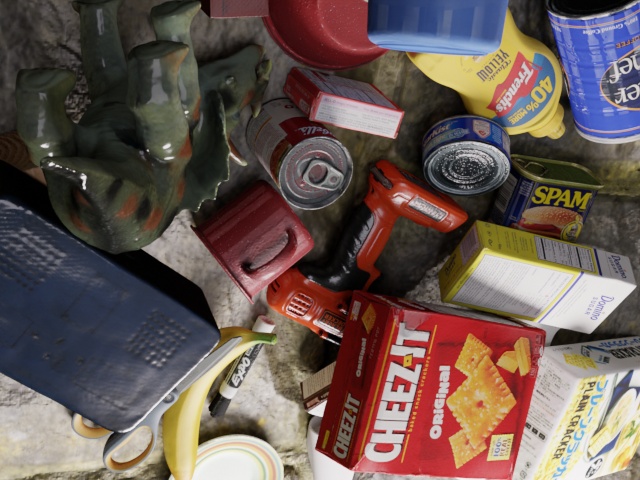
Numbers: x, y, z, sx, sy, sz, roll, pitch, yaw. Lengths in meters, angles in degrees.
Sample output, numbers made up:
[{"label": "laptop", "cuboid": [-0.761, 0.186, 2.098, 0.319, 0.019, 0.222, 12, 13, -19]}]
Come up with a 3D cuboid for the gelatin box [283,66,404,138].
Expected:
[{"label": "gelatin box", "cuboid": [0.020, -0.124, 0.959, 0.089, 0.073, 0.030, 8, 113, -26]}]

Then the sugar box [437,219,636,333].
[{"label": "sugar box", "cuboid": [0.219, 0.039, 1.087, 0.176, 0.048, 0.093, 11, 138, -18]}]

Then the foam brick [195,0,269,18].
[{"label": "foam brick", "cuboid": [-0.073, -0.227, 0.879, 0.053, 0.051, 0.078, -6, 118, -19]}]

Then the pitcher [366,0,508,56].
[{"label": "pitcher", "cuboid": [0.105, -0.272, 0.848, 0.149, 0.145, 0.243, 2, 98, -21]}]

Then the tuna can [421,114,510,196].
[{"label": "tuna can", "cuboid": [0.141, -0.080, 1.032, 0.086, 0.033, 0.086, 3, 144, 2]}]

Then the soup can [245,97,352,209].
[{"label": "soup can", "cuboid": [-0.021, -0.079, 0.949, 0.068, 0.102, 0.068, -10, 120, -18]}]

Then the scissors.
[{"label": "scissors", "cuboid": [-0.168, 0.145, 1.036, 0.096, 0.016, 0.202, 30, 111, -14]}]

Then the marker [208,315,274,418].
[{"label": "marker", "cuboid": [-0.082, 0.131, 1.088, 0.020, 0.020, 0.121, 20, 107, -30]}]

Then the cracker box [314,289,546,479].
[{"label": "cracker box", "cuboid": [0.116, 0.148, 1.061, 0.213, 0.072, 0.164, 11, 94, -34]}]

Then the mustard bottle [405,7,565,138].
[{"label": "mustard bottle", "cuboid": [0.173, -0.156, 1.015, 0.096, 0.058, 0.191, -46, 124, 11]}]

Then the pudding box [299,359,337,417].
[{"label": "pudding box", "cuboid": [0.050, 0.158, 1.119, 0.113, 0.039, 0.090, 20, 137, -37]}]

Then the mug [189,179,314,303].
[{"label": "mug", "cuboid": [-0.056, 0.001, 0.973, 0.081, 0.117, 0.093, -39, 115, -5]}]

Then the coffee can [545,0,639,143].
[{"label": "coffee can", "cuboid": [0.280, -0.178, 1.020, 0.102, 0.103, 0.140, -28, 124, -7]}]

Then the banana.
[{"label": "banana", "cuboid": [-0.119, 0.154, 1.062, 0.198, 0.070, 0.037, -59, 162, 21]}]

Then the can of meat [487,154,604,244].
[{"label": "can of meat", "cuboid": [0.229, -0.036, 1.104, 0.102, 0.057, 0.084, 6, 117, -24]}]

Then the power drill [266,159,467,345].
[{"label": "power drill", "cuboid": [0.063, 0.027, 1.068, 0.184, 0.057, 0.188, 27, 104, -33]}]

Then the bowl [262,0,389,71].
[{"label": "bowl", "cuboid": [0.030, -0.217, 0.925, 0.162, 0.055, 0.162, -10, 120, -18]}]
